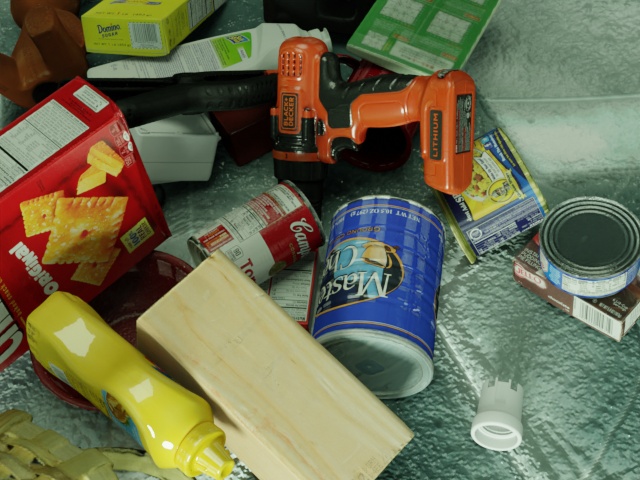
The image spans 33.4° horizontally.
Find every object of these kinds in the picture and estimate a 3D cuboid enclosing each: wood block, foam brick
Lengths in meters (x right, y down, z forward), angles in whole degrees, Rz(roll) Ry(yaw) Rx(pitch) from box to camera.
[{"bbox_3d":[-0.039,0.118,0.826,0.206,0.091,0.090,43,66,11],"label":"wood block"},{"bbox_3d":[-0.065,-0.121,1.068,0.078,0.051,0.053,-27,56,-12],"label":"foam brick"}]

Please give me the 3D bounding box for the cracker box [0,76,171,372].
[{"bbox_3d":[-0.235,-0.004,0.865,0.072,0.164,0.213,35,65,30],"label":"cracker box"}]

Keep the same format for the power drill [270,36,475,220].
[{"bbox_3d":[0.040,-0.086,0.949,0.188,0.184,0.057,7,15,28],"label":"power drill"}]

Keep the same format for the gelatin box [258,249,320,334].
[{"bbox_3d":[-0.041,0.046,0.956,0.073,0.030,0.089,2,54,8],"label":"gelatin box"}]

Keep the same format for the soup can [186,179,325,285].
[{"bbox_3d":[-0.056,0.001,0.928,0.102,0.068,0.069,-32,56,-16],"label":"soup can"}]

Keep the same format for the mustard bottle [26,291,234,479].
[{"bbox_3d":[-0.137,0.118,0.803,0.192,0.096,0.058,34,66,28],"label":"mustard bottle"}]

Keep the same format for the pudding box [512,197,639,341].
[{"bbox_3d":[0.238,0.024,0.927,0.114,0.039,0.090,34,65,28],"label":"pudding box"}]

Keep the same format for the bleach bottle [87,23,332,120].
[{"bbox_3d":[-0.107,-0.167,1.101,0.250,0.068,0.102,-17,49,-7],"label":"bleach bottle"}]

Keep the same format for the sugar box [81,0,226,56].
[{"bbox_3d":[-0.173,-0.250,1.142,0.093,0.048,0.176,6,34,15],"label":"sugar box"}]

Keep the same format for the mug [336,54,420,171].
[{"bbox_3d":[0.048,-0.134,1.031,0.117,0.093,0.081,36,53,-12],"label":"mug"}]

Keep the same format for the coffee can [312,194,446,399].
[{"bbox_3d":[0.049,0.047,0.897,0.103,0.103,0.140,3,54,10],"label":"coffee can"}]

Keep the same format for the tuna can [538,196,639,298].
[{"bbox_3d":[0.226,0.006,0.896,0.086,0.034,0.086,-5,52,7],"label":"tuna can"}]

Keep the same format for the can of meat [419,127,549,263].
[{"bbox_3d":[0.149,-0.044,0.963,0.084,0.057,0.102,-29,53,9],"label":"can of meat"}]

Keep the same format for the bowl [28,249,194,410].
[{"bbox_3d":[-0.166,0.087,0.927,0.162,0.055,0.162,-4,54,5],"label":"bowl"}]

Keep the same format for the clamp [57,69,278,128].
[{"bbox_3d":[-0.123,-0.133,0.981,0.209,0.036,0.165,-7,20,-22],"label":"clamp"}]
